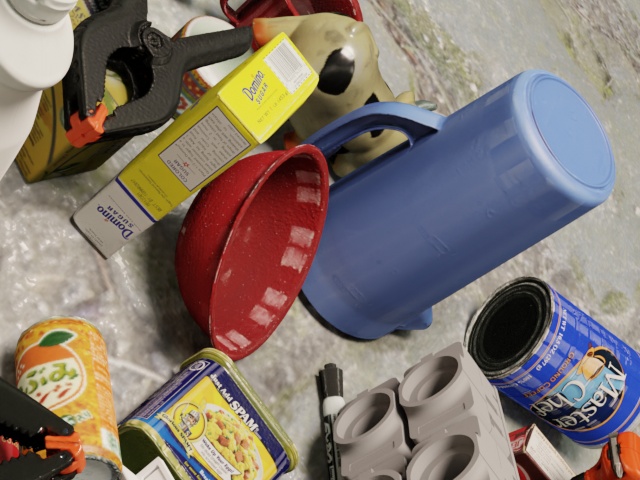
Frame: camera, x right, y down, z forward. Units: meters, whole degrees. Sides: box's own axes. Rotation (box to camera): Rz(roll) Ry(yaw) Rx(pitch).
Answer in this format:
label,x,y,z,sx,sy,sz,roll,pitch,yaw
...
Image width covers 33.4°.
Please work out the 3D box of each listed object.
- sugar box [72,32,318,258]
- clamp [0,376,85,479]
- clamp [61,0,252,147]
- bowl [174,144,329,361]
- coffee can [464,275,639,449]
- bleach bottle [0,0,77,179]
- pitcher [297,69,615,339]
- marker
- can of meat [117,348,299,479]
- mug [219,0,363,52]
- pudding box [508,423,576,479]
label,x,y,z,sx,sy,sz,roll,pitch,yaw
sugar box,-0.086,-0.060,0.706,0.048,0.177,0.093,51,41,-12
clamp,-0.222,0.109,0.512,0.210,0.036,0.164,8,60,-3
clamp,-0.118,-0.130,0.672,0.120,0.039,0.171,45,44,-12
bowl,-0.055,0.001,0.751,0.055,0.162,0.161,22,38,19
coffee can,0.213,0.110,0.953,0.140,0.103,0.102,34,46,-25
bleach bottle,-0.192,-0.058,0.543,0.067,0.251,0.102,-15,77,-48
pitcher,0.089,-0.034,0.811,0.148,0.243,0.145,7,61,-42
marker,0.013,0.149,0.796,0.020,0.020,0.121,17,55,-37
can of meat,-0.076,0.135,0.689,0.102,0.058,0.083,54,43,-4
mug,-0.033,-0.189,0.908,0.117,0.082,0.093,20,54,-36
pudding box,0.165,0.208,0.855,0.113,0.090,0.039,49,41,-12
